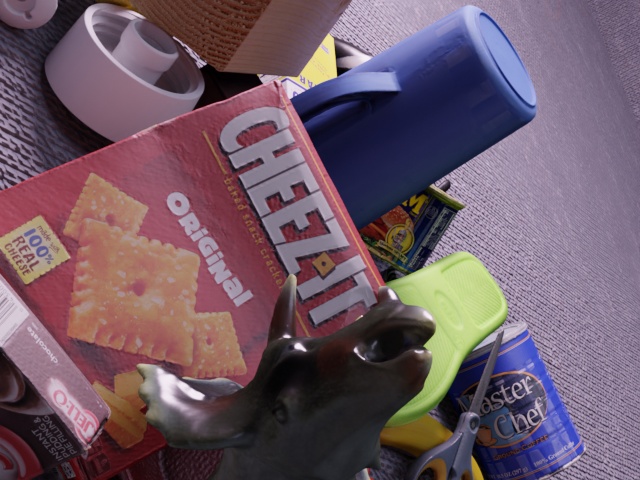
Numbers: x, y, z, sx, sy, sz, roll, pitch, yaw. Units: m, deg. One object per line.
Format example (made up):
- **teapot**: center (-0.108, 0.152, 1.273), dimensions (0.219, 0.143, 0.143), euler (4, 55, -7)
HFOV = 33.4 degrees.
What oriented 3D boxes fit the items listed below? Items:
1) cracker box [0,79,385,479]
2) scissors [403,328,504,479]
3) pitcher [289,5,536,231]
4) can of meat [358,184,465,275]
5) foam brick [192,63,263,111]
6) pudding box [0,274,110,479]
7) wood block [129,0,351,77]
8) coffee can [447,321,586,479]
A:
- **cracker box**: center (-0.083, 0.022, 0.612), dimensions (0.213, 0.072, 0.164), euler (-26, 89, -26)
- **scissors**: center (0.117, 0.165, 0.936), dimensions (0.096, 0.016, 0.201), euler (23, 74, -41)
- **pitcher**: center (0.048, -0.094, 0.894), dimensions (0.145, 0.243, 0.149), euler (53, 26, -15)
- **can of meat**: center (0.072, -0.025, 1.014), dimensions (0.102, 0.084, 0.057), euler (36, 9, 31)
- **foam brick**: center (-0.088, -0.122, 0.892), dimensions (0.053, 0.051, 0.078), euler (57, 26, -10)
- **pudding box**: center (-0.170, 0.067, 0.511), dimensions (0.113, 0.090, 0.039), euler (55, 25, -13)
- **wood block**: center (-0.054, -0.190, 0.835), dimensions (0.090, 0.091, 0.206), euler (37, 14, 6)
- **coffee can**: center (0.189, 0.165, 1.069), dimensions (0.140, 0.103, 0.102), euler (64, 26, 3)
